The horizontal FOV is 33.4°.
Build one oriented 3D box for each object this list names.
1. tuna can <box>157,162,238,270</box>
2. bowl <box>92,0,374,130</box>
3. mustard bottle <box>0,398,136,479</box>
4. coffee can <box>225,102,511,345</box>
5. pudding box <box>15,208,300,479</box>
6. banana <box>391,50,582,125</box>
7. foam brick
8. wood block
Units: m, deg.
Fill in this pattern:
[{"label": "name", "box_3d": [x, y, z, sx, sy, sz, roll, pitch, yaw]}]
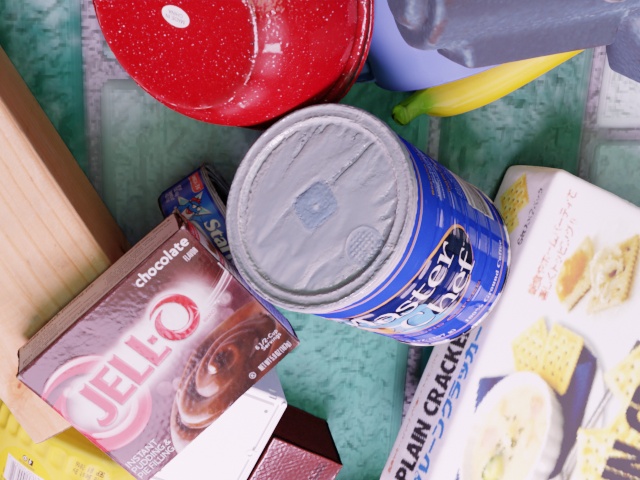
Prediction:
[{"label": "tuna can", "box_3d": [-0.054, 0.001, 0.597, 0.034, 0.086, 0.086, -33, 114, 4]}, {"label": "bowl", "box_3d": [-0.057, -0.116, 0.518, 0.162, 0.055, 0.162, 17, 128, 22]}, {"label": "mustard bottle", "box_3d": [-0.177, 0.187, 0.647, 0.096, 0.058, 0.192, 28, 108, 22]}, {"label": "coffee can", "box_3d": [0.030, -0.003, 0.567, 0.103, 0.103, 0.140, -51, 150, 10]}, {"label": "pudding box", "box_3d": [-0.082, 0.054, 0.540, 0.113, 0.039, 0.090, -43, 115, 0]}, {"label": "banana", "box_3d": [0.132, -0.115, 0.590, 0.198, 0.069, 0.037, -30, 105, 19]}, {"label": "foam brick", "box_3d": [-0.030, 0.150, 0.679, 0.053, 0.051, 0.078, 26, 104, -21]}, {"label": "wood block", "box_3d": [-0.168, -0.009, 0.568, 0.090, 0.091, 0.206, -29, 114, 1]}]
